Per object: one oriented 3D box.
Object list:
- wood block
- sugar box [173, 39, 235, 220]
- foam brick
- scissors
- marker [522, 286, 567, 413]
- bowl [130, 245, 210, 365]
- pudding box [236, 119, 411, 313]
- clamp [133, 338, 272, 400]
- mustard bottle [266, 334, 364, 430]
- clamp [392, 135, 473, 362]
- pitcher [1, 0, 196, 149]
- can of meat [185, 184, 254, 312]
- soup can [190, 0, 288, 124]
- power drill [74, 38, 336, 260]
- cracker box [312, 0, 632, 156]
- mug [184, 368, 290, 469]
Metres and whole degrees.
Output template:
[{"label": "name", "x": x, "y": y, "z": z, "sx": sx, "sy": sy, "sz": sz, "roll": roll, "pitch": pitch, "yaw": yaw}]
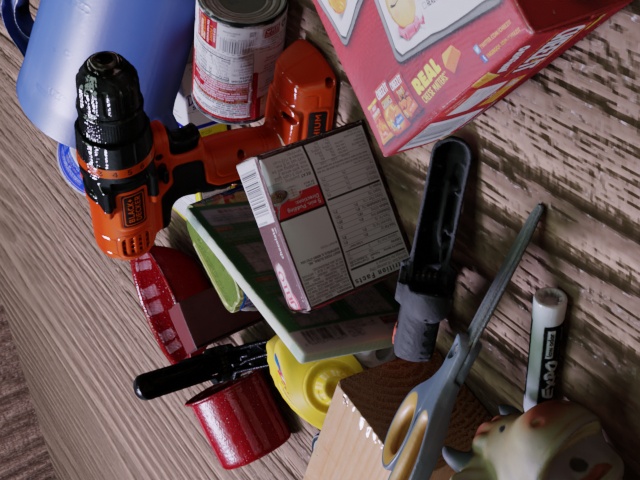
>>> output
[{"label": "wood block", "x": 0.046, "y": 0.189, "z": 0.785, "sx": 0.091, "sy": 0.090, "sz": 0.206, "roll": 51, "pitch": 140, "yaw": 33}, {"label": "sugar box", "x": -0.121, "y": -0.101, "z": 1.004, "sx": 0.093, "sy": 0.048, "sz": 0.176, "roll": 39, "pitch": 140, "yaw": 49}, {"label": "foam brick", "x": -0.107, "y": 0.076, "z": 1.084, "sx": 0.051, "sy": 0.078, "sz": 0.053, "roll": 65, "pitch": 157, "yaw": 3}, {"label": "scissors", "x": 0.078, "y": 0.070, "z": 0.638, "sx": 0.096, "sy": 0.016, "sz": 0.202, "roll": -156, "pitch": 89, "yaw": -82}, {"label": "marker", "x": 0.132, "y": 0.079, "z": 0.637, "sx": 0.020, "sy": 0.020, "sz": 0.121, "roll": 45, "pitch": 148, "yaw": 44}, {"label": "bowl", "x": -0.162, "y": 0.069, "z": 1.228, "sx": 0.162, "sy": 0.055, "sz": 0.162, "roll": 48, "pitch": 150, "yaw": 40}, {"label": "pudding box", "x": 0.005, "y": -0.017, "z": 0.742, "sx": 0.039, "sy": 0.089, "sz": 0.113, "roll": -11, "pitch": 99, "yaw": 65}, {"label": "clamp", "x": -0.088, "y": 0.119, "z": 1.057, "sx": 0.210, "sy": 0.164, "sz": 0.036, "roll": 64, "pitch": -168, "yaw": -86}, {"label": "mustard bottle", "x": 0.000, "y": 0.112, "z": 0.844, "sx": 0.096, "sy": 0.058, "sz": 0.192, "roll": 57, "pitch": 172, "yaw": 1}, {"label": "clamp", "x": 0.068, "y": 0.016, "z": 0.669, "sx": 0.171, "sy": 0.039, "sz": 0.120, "roll": 98, "pitch": -171, "yaw": -68}, {"label": "pitcher", "x": -0.160, "y": -0.199, "z": 0.832, "sx": 0.243, "sy": 0.149, "sz": 0.145, "roll": 118, "pitch": 147, "yaw": -43}, {"label": "can of meat", "x": -0.056, "y": 0.001, "z": 0.898, "sx": 0.102, "sy": 0.083, "sz": 0.057, "roll": 61, "pitch": 156, "yaw": 18}, {"label": "soup can", "x": -0.062, "y": -0.146, "z": 0.803, "sx": 0.068, "sy": 0.068, "sz": 0.102, "roll": 55, "pitch": 153, "yaw": 28}, {"label": "power drill", "x": -0.082, "y": -0.079, "z": 0.754, "sx": 0.057, "sy": 0.187, "sz": 0.184, "roll": 56, "pitch": 156, "yaw": 30}, {"label": "cracker box", "x": 0.047, "y": -0.171, "z": 0.539, "sx": 0.214, "sy": 0.072, "sz": 0.164, "roll": 66, "pitch": 157, "yaw": 7}, {"label": "mug", "x": -0.081, "y": 0.185, "z": 1.127, "sx": 0.081, "sy": 0.093, "sz": 0.117, "roll": 64, "pitch": -172, "yaw": -1}]
